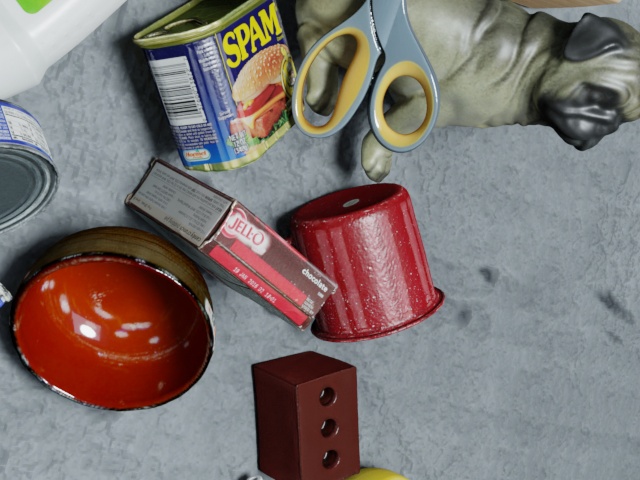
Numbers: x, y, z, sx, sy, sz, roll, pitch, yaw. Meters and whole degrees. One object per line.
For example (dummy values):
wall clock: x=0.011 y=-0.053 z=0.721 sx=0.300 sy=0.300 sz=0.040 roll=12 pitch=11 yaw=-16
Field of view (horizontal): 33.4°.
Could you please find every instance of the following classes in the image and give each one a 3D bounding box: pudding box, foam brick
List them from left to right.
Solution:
pudding box: x=-0.054 y=0.001 z=0.626 sx=0.090 sy=0.114 sz=0.039 roll=42 pitch=80 yaw=-35
foam brick: x=-0.009 y=0.120 z=0.720 sx=0.052 sy=0.051 sz=0.078 roll=-12 pitch=104 yaw=-36

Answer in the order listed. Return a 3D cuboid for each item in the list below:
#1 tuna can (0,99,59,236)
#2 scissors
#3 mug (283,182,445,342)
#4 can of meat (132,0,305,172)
tuna can: x=-0.180 y=-0.034 z=0.544 sx=0.085 sy=0.086 sz=0.034 roll=-6 pitch=59 yaw=-36
scissors: x=0.055 y=-0.136 z=0.609 sx=0.096 sy=0.016 sz=0.202 roll=34 pitch=107 yaw=2
mug: x=0.016 y=0.015 z=0.708 sx=0.117 sy=0.093 sz=0.081 roll=-15 pitch=105 yaw=3
can of meat: x=-0.055 y=-0.097 z=0.629 sx=0.102 sy=0.058 sz=0.084 roll=-50 pitch=131 yaw=-52
